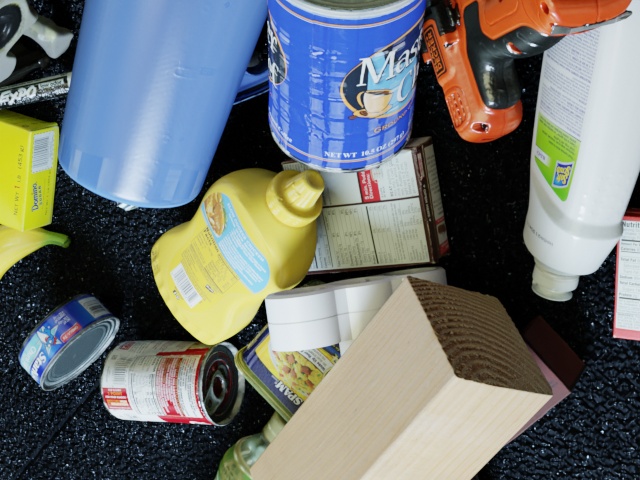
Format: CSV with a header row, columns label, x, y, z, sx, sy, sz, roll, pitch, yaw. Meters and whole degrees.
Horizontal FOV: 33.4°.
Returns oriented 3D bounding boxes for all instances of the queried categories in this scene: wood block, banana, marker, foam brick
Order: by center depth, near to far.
label,x,y,z,sx,sy,sz,roll,pitch,yaw
wood block,0.049,0.133,0.733,0.206,0.090,0.091,-54,40,28
foam brick,0.141,0.102,0.764,0.053,0.051,0.078,48,118,6
marker,-0.251,-0.121,0.888,0.121,0.020,0.020,-11,99,4
banana,-0.303,0.046,0.971,0.070,0.037,0.198,45,117,9

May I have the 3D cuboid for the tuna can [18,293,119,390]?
label,x,y,z,sx,sy,sz,roll,pitch,yaw
tuna can,-0.215,0.086,0.911,0.034,0.086,0.086,43,117,12

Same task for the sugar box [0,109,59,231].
label,x,y,z,sx,sy,sz,roll,pitch,yaw
sugar box,-0.315,-0.078,0.940,0.176,0.048,0.093,17,109,20

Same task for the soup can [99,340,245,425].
label,x,y,z,sx,sy,sz,roll,pitch,yaw
soup can,-0.123,0.117,0.885,0.102,0.068,0.068,-2,102,26

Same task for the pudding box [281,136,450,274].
label,x,y,z,sx,sy,sz,roll,pitch,yaw
pudding box,0.033,-0.024,0.792,0.114,0.039,0.090,-5,102,29

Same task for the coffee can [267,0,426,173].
label,x,y,z,sx,sy,sz,roll,pitch,yaw
coffee can,0.016,-0.129,0.703,0.103,0.102,0.140,25,145,18

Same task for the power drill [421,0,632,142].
label,x,y,z,sx,sy,sz,roll,pitch,yaw
power drill,0.107,-0.167,0.651,0.057,0.188,0.184,-17,85,-15

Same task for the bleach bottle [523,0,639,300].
label,x,y,z,sx,sy,sz,roll,pitch,yaw
bleach bottle,0.173,-0.082,0.687,0.068,0.102,0.251,2,115,-14

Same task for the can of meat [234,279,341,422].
label,x,y,z,sx,sy,sz,roll,pitch,yaw
can of meat,-0.002,0.093,0.828,0.102,0.057,0.084,45,115,8

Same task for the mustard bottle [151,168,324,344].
label,x,y,z,sx,sy,sz,roll,pitch,yaw
mustard bottle,-0.055,0.001,0.797,0.192,0.058,0.096,-40,77,47

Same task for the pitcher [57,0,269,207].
label,x,y,z,sx,sy,sz,roll,pitch,yaw
pitcher,-0.094,-0.148,0.742,0.149,0.144,0.243,26,114,13
